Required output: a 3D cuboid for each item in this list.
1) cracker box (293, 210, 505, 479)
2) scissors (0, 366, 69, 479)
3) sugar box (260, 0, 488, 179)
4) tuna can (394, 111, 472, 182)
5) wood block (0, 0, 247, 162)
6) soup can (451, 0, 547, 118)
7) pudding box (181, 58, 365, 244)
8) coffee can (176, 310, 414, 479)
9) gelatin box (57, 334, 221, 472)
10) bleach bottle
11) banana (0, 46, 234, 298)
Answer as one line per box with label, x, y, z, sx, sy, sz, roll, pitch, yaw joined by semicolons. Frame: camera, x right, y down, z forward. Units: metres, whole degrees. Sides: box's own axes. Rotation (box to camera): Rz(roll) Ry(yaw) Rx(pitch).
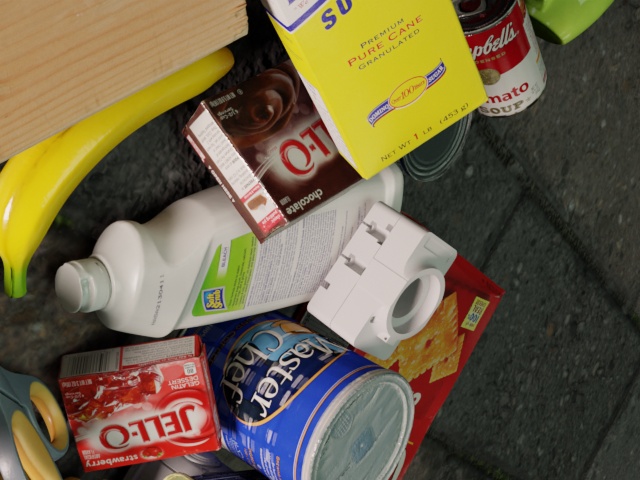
cracker box;0.045;0.096;0.853;0.164;0.072;0.213;35;83;-52
scissors;-0.184;0.064;0.594;0.016;0.096;0.202;-19;103;4
sugar box;0.023;-0.128;0.595;0.093;0.048;0.176;-34;132;-4
tuna can;0.078;-0.091;0.820;0.085;0.034;0.086;-27;128;-39
wood block;-0.142;-0.108;0.502;0.205;0.090;0.091;-35;135;-34
soup can;0.131;-0.151;0.822;0.068;0.069;0.102;-53;141;-15
pudding box;-0.019;-0.061;0.670;0.113;0.090;0.039;-34;176;-40
coffee can;-0.022;0.108;0.721;0.102;0.140;0.103;-27;128;-39
gelatin box;-0.110;0.101;0.660;0.089;0.030;0.073;-8;119;-1
bleach bottle;-0.055;0.001;0.690;0.250;0.068;0.103;-12;119;-44
banana;-0.123;-0.059;0.599;0.197;0.037;0.069;-49;161;-18
